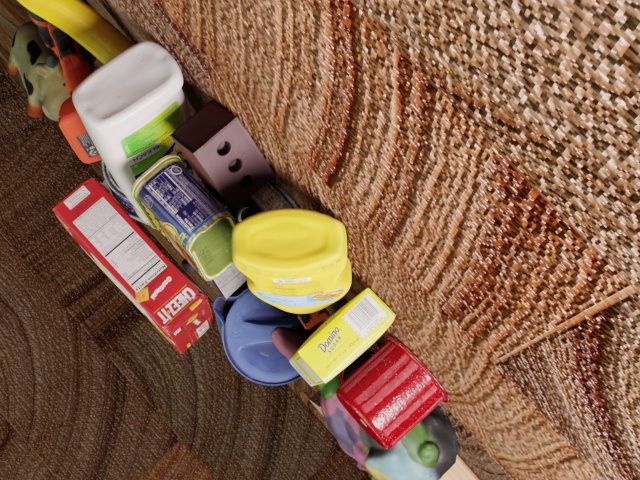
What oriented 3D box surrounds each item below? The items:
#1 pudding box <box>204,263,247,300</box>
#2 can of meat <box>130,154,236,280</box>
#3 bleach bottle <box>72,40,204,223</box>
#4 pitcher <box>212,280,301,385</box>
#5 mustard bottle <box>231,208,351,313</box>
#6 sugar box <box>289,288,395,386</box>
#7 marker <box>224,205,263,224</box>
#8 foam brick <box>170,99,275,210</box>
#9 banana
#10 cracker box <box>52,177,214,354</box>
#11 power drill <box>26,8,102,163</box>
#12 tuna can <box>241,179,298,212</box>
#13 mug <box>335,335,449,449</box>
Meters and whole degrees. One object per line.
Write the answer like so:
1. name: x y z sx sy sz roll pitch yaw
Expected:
1. pudding box: -0.105 0.016 1.288 0.039 0.090 0.113 44 170 20
2. can of meat: -0.120 -0.019 0.993 0.084 0.057 0.102 44 168 22
3. bleach bottle: -0.159 -0.085 1.062 0.068 0.102 0.251 49 169 25
4. pitcher: -0.070 0.115 1.449 0.243 0.145 0.149 -163 54 -79
5. mustard bottle: -0.020 0.027 0.967 0.191 0.096 0.058 76 -169 -72
6. sugar box: 0.017 0.099 1.064 0.048 0.093 0.176 49 170 1
7. marker: -0.073 -0.023 0.990 0.020 0.020 0.121 50 170 -12
8. foam brick: -0.087 -0.076 0.959 0.051 0.053 0.078 38 166 48
9. banana: -0.224 -0.200 1.045 0.197 0.037 0.070 41 -165 -29
10. cracker box: -0.228 0.033 1.342 0.214 0.072 0.164 46 169 9
11. power drill: -0.263 -0.190 1.125 0.184 0.057 0.188 70 180 -66
12. tuna can: -0.047 -0.028 1.028 0.086 0.033 0.086 47 170 10
13. mug: 0.063 0.152 1.097 0.117 0.081 0.093 39 167 44
